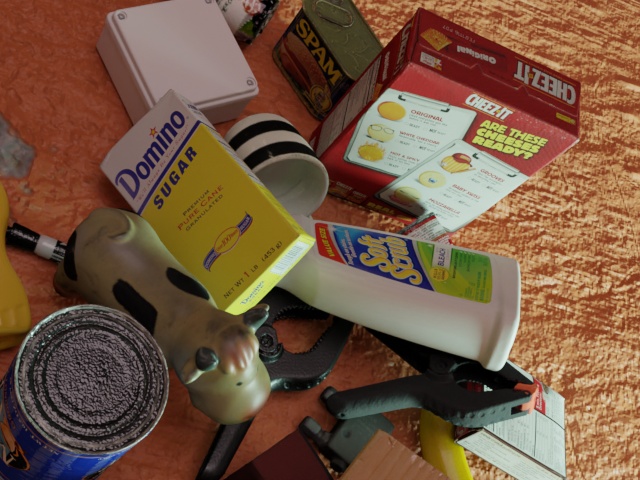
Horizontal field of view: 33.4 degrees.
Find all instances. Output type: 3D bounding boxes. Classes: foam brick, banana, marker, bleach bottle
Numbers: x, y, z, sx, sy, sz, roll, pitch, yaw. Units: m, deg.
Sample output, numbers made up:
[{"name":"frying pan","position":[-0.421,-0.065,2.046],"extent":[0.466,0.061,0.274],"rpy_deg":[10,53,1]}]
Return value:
[{"name":"foam brick","position":[-0.035,0.188,0.824],"extent":[0.052,0.078,0.051],"rpy_deg":[-30,81,-37]},{"name":"banana","position":[0.125,0.207,0.919],"extent":[0.069,0.037,0.198],"rpy_deg":[-4,68,-26]},{"name":"marker","position":[-0.198,0.014,0.862],"extent":[0.121,0.020,0.020],"rpy_deg":[23,58,-15]},{"name":"bleach bottle","position":[0.037,0.032,0.891],"extent":[0.251,0.068,0.102],"rpy_deg":[13,37,1]}]

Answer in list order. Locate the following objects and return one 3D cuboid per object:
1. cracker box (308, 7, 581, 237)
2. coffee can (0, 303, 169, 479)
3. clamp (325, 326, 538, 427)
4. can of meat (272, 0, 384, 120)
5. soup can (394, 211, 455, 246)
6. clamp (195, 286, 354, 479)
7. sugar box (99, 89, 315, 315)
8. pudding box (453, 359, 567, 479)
[{"name":"cracker box","position":[0.101,-0.095,0.948],"extent":[0.164,0.214,0.072],"rpy_deg":[21,58,-17]},{"name":"coffee can","position":[-0.176,0.116,0.748],"extent":[0.102,0.141,0.103],"rpy_deg":[11,62,-22]},{"name":"clamp","position":[0.090,0.121,0.890],"extent":[0.172,0.039,0.120],"rpy_deg":[16,51,21]},{"name":"can of meat","position":[0.008,-0.176,1.021],"extent":[0.057,0.084,0.102],"rpy_deg":[-28,81,-34]},{"name":"soup can","position":[0.103,0.034,0.975],"extent":[0.068,0.069,0.102],"rpy_deg":[-28,81,-34]},{"name":"clamp","position":[-0.060,0.084,0.888],"extent":[0.209,0.036,0.164],"rpy_deg":[-28,79,-33]},{"name":"sugar box","position":[-0.095,-0.030,0.865],"extent":[0.093,0.048,0.176],"rpy_deg":[-45,71,7]},{"name":"pudding box","position":[0.168,0.157,0.944],"extent":[0.113,0.039,0.090],"rpy_deg":[32,45,-24]}]
